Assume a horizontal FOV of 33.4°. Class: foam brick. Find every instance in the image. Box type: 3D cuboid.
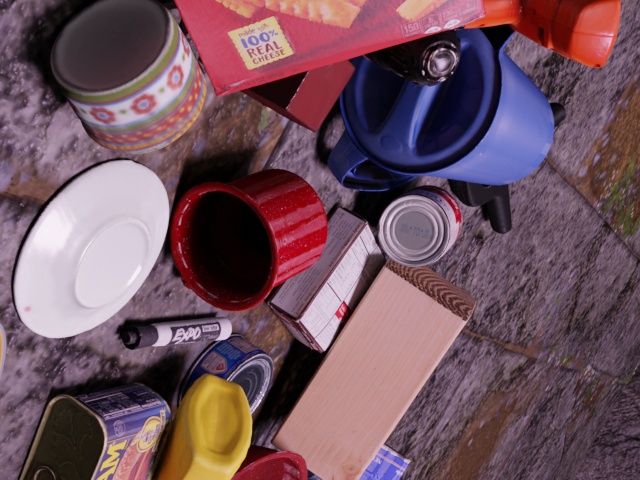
[{"bbox_3d":[-0.028,-0.115,0.702,0.053,0.078,0.051,-59,155,0],"label":"foam brick"}]

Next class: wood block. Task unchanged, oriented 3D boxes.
[{"bbox_3d":[0.051,0.123,1.013,0.206,0.091,0.090,-58,173,16],"label":"wood block"}]

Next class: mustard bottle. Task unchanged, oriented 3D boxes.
[{"bbox_3d":[-0.119,0.200,0.849,0.192,0.058,0.096,-58,-160,33],"label":"mustard bottle"}]

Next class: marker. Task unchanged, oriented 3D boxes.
[{"bbox_3d":[-0.109,0.070,0.815,0.120,0.020,0.020,2,115,-60],"label":"marker"}]

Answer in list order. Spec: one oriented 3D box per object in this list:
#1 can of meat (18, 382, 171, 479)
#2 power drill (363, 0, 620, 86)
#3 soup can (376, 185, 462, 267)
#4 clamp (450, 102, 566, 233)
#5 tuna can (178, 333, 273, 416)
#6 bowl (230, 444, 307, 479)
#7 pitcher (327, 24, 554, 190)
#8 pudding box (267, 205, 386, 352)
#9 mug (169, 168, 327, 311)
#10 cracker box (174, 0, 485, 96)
[{"bbox_3d":[-0.161,0.156,0.772,0.083,0.057,0.102,-4,120,-61],"label":"can of meat"},{"bbox_3d":[0.101,-0.149,0.709,0.187,0.184,0.057,-3,121,-22],"label":"power drill"},{"bbox_3d":[0.093,-0.014,0.994,0.068,0.068,0.102,-66,171,12],"label":"soup can"},{"bbox_3d":[0.192,-0.072,1.170,0.209,0.036,0.165,-13,127,-53],"label":"clamp"},{"bbox_3d":[-0.079,0.124,0.905,0.086,0.034,0.086,-41,148,-33],"label":"tuna can"},{"bbox_3d":[-0.088,0.242,0.973,0.161,0.055,0.162,-33,144,-29],"label":"bowl"},{"bbox_3d":[0.114,-0.105,0.920,0.242,0.149,0.145,7,90,-65],"label":"pitcher"},{"bbox_3d":[0.008,0.036,0.963,0.113,0.039,0.090,-56,153,-13],"label":"pudding box"},{"bbox_3d":[-0.055,0.001,0.776,0.117,0.093,0.081,-39,173,35],"label":"mug"},{"bbox_3d":[-0.011,-0.187,0.543,0.164,0.072,0.213,-15,140,6],"label":"cracker box"}]
